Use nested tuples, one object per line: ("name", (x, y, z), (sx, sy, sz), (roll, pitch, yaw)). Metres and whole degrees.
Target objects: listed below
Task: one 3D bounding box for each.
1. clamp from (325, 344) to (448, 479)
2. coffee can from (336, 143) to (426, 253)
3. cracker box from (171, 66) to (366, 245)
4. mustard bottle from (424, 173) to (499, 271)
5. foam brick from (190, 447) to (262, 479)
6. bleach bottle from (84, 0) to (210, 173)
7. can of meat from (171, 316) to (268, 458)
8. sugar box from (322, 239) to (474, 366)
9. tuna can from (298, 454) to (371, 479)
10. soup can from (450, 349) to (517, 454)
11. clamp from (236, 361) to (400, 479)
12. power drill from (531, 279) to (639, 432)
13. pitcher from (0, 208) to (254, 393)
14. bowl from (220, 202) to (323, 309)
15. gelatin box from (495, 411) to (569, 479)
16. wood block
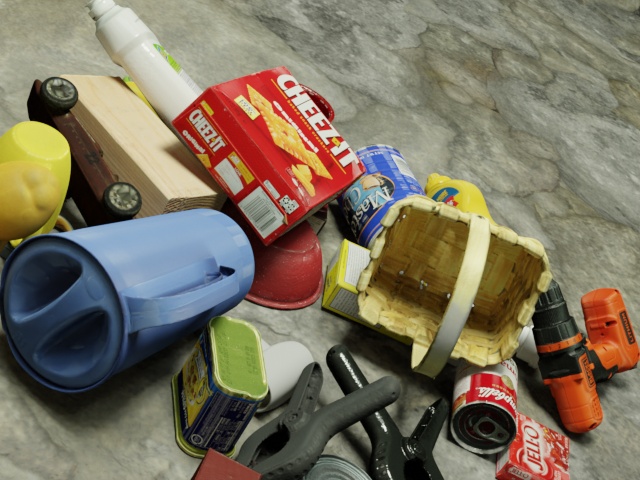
("clamp", (0.072, 0.199, 1.014), (0.164, 0.036, 0.210), (34, 31, -26))
("coffee can", (0.082, -0.036, 1.311), (0.102, 0.103, 0.140), (9, 37, -31))
("cracker box", (-0.048, -0.102, 1.173), (0.164, 0.072, 0.213), (52, 25, 0))
("mustard bottle", (0.177, -0.022, 1.374), (0.058, 0.096, 0.192), (11, 37, -28))
("foam brick", (-0.088, 0.218, 0.860), (0.051, 0.053, 0.078), (29, 32, -3))
("bleach bottle", (-0.175, -0.174, 1.218), (0.250, 0.068, 0.102), (51, 4, -14))
("can of meat", (-0.090, 0.129, 0.953), (0.057, 0.084, 0.102), (16, 34, -23))
("sugar box", (0.092, 0.071, 1.223), (0.176, 0.048, 0.093), (27, 33, -11))
("tuna can", (0.011, 0.231, 0.941), (0.086, 0.034, 0.086), (21, 33, -15))
("soup can", (0.175, 0.168, 1.133), (0.068, 0.069, 0.102), (27, 31, -5))
("clamp", (-0.021, 0.166, 0.959), (0.171, 0.120, 0.039), (-34, 108, -25))
("power drill", (0.309, 0.114, 1.262), (0.187, 0.057, 0.184), (-20, 95, -53))
("pitcher", (-0.153, 0.041, 0.964), (0.149, 0.145, 0.242), (43, 26, 14))
("bowl", (-0.058, 0.001, 1.188), (0.162, 0.055, 0.162), (22, 32, -15))
("gelatin box", (0.225, 0.228, 1.124), (0.073, 0.030, 0.089), (28, 31, -4))
("wood block", (-0.206, -0.080, 1.144), (0.206, 0.091, 0.090), (46, 31, 25))
